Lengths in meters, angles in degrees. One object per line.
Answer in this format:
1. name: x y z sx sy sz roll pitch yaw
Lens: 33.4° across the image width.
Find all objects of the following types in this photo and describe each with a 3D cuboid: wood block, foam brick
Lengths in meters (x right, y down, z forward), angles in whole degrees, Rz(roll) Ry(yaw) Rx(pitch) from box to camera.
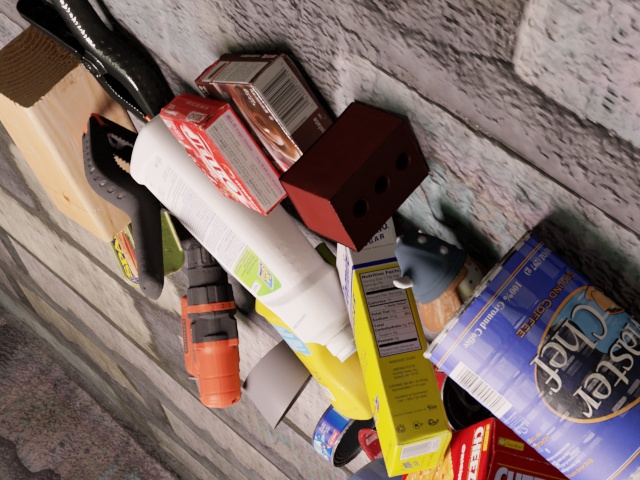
1. wood block: -0.246 -0.105 1.068 0.091 0.090 0.206 31 156 30
2. foam brick: 0.023 -0.042 0.693 0.051 0.078 0.053 23 154 44

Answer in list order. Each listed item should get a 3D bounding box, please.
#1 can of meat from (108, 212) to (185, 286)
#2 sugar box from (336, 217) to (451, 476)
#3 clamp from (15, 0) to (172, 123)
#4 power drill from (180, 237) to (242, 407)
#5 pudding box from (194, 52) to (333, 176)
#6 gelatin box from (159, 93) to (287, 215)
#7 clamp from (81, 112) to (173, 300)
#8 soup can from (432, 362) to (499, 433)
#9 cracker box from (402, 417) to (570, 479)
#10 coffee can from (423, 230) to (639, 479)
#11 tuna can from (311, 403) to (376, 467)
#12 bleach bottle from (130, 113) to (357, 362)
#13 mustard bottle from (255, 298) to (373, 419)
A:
1. can of meat: -0.199 -0.002 1.203 0.084 0.057 0.102 -14 99 64
2. sugar box: 0.050 0.075 0.787 0.093 0.048 0.176 91 164 -64
3. clamp: -0.188 -0.166 0.908 0.171 0.039 0.120 40 167 -8
4. power drill: -0.127 0.090 1.202 0.188 0.057 0.184 151 114 -81
5. pudding box: -0.029 -0.081 0.768 0.090 0.039 0.113 14 144 56
6. gelatin box: -0.071 -0.065 0.786 0.073 0.030 0.089 24 155 55
7. clamp: -0.142 -0.040 0.977 0.210 0.164 0.036 51 129 24
8. soup can: 0.106 0.127 0.884 0.068 0.068 0.102 48 161 -12
9. cracker box: 0.164 0.197 0.808 0.164 0.072 0.214 14 162 -7
10. coffee can: 0.149 0.077 0.649 0.140 0.102 0.103 40 160 11
11. tuna can: 0.030 0.200 1.151 0.034 0.086 0.086 36 159 27
12. bleach bottle: -0.056 0.001 0.899 0.251 0.068 0.103 49 155 8
13. mustard bottle: -0.010 0.088 1.041 0.191 0.058 0.096 52 170 -23
